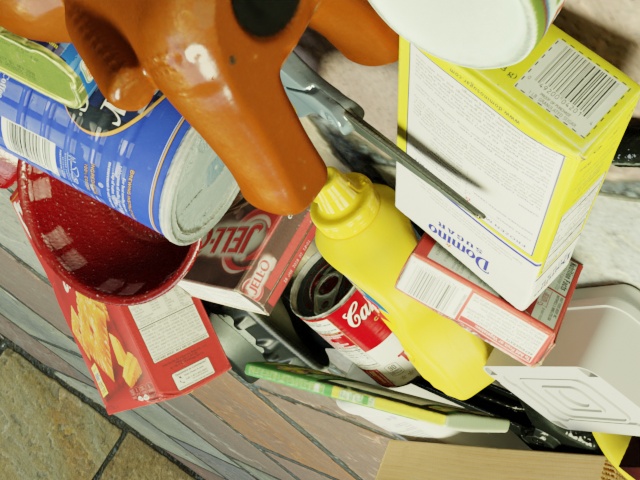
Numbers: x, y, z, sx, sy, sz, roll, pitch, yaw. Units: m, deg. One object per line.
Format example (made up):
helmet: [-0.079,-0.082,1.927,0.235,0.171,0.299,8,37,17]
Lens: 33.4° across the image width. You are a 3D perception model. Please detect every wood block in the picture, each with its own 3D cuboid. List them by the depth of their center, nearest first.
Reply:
wood block: [0.144,0.225,0.858,0.207,0.090,0.090,-6,140,43]

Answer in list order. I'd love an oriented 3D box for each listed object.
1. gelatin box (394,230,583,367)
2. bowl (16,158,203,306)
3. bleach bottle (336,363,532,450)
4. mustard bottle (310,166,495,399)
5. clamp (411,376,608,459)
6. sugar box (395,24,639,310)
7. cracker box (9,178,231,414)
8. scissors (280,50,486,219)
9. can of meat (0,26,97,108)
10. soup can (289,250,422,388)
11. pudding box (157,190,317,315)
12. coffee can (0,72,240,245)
gelatin box: [0.094,0.021,0.591,0.089,0.073,0.030,30,127,7]
bowl: [-0.135,-0.038,0.753,0.162,0.162,0.055,25,-159,20]
bleach bottle: [0.142,0.181,0.951,0.250,0.068,0.103,34,161,-13]
mustard bottle: [0.046,0.019,0.666,0.191,0.058,0.096,51,-174,-43]
clamp: [0.175,0.137,0.822,0.210,0.036,0.165,32,160,-10]
sugar box: [0.081,-0.038,0.488,0.093,0.048,0.176,41,167,17]
cracker box: [-0.172,0.032,0.877,0.214,0.072,0.164,65,152,-1]
scissors: [0.009,-0.061,0.533,0.202,0.016,0.096,43,176,20]
can of meat: [-0.145,-0.130,0.569,0.102,0.084,0.057,27,161,13]
soup can: [0.035,0.056,0.785,0.102,0.068,0.069,43,159,-32]
pudding box: [-0.055,0.001,0.752,0.039,0.090,0.114,41,160,-29]
coffee can: [-0.120,-0.073,0.645,0.140,0.102,0.103,27,161,15]
